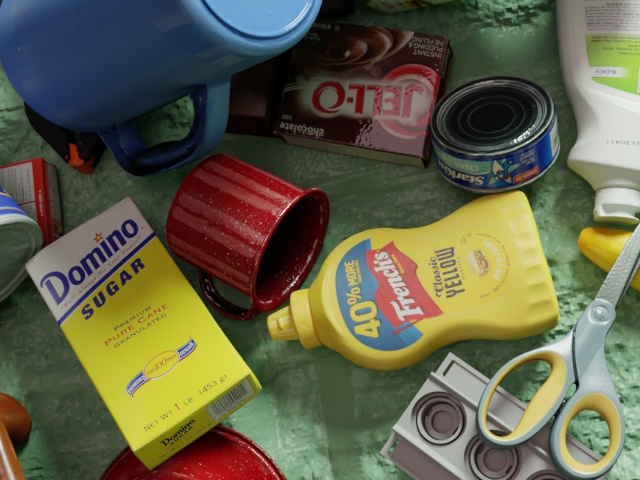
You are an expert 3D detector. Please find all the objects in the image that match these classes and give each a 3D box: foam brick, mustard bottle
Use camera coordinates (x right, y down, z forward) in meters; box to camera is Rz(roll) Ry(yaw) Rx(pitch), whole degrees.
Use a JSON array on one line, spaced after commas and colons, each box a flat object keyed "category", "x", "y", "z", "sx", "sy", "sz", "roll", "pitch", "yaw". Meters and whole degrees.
[{"category": "foam brick", "x": -0.053, "y": -0.120, "z": 0.784, "sx": 0.051, "sy": 0.053, "sz": 0.078, "roll": 6, "pitch": 80, "yaw": 14}, {"category": "mustard bottle", "x": 0.057, "y": 0.035, "z": 0.720, "sx": 0.192, "sy": 0.058, "sz": 0.096, "roll": -16, "pitch": 73, "yaw": 10}]

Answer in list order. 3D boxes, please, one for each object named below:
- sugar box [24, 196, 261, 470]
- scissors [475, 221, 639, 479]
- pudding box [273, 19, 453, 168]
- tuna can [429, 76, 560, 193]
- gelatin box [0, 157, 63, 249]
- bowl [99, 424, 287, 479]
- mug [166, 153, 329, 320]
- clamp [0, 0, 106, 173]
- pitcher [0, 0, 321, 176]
[{"category": "sugar box", "x": -0.126, "y": 0.059, "z": 0.739, "sx": 0.093, "sy": 0.048, "sz": 0.176, "roll": -34, "pitch": 62, "yaw": -10}, {"category": "scissors", "x": 0.182, "y": 0.066, "z": 0.658, "sx": 0.201, "sy": 0.016, "sz": 0.096, "roll": -41, "pitch": 71, "yaw": -12}, {"category": "pudding box", "x": 0.031, "y": -0.106, "z": 0.767, "sx": 0.113, "sy": 0.039, "sz": 0.090, "roll": 10, "pitch": 80, "yaw": 15}, {"category": "tuna can", "x": 0.117, "y": -0.073, "z": 0.722, "sx": 0.086, "sy": 0.033, "sz": 0.086, "roll": -10, "pitch": 44, "yaw": 10}, {"category": "gelatin box", "x": -0.244, "y": -0.018, "z": 0.817, "sx": 0.089, "sy": 0.030, "sz": 0.073, "roll": -12, "pitch": 76, "yaw": 11}, {"category": "bowl", "x": -0.097, "y": 0.202, "z": 0.720, "sx": 0.162, "sy": 0.055, "sz": 0.162, "roll": -3, "pitch": 77, "yaw": 13}, {"category": "mug", "x": -0.055, "y": 0.001, "z": 0.746, "sx": 0.082, "sy": 0.093, "sz": 0.117, "roll": 27, "pitch": 121, "yaw": 22}, {"category": "clamp", "x": -0.203, "y": -0.137, "z": 0.830, "sx": 0.120, "sy": 0.039, "sz": 0.171, "roll": -1, "pitch": 77, "yaw": 14}, {"category": "pitcher", "x": -0.104, "y": -0.141, "z": 0.699, "sx": 0.243, "sy": 0.149, "sz": 0.145, "roll": -4, "pitch": 58, "yaw": 54}]
